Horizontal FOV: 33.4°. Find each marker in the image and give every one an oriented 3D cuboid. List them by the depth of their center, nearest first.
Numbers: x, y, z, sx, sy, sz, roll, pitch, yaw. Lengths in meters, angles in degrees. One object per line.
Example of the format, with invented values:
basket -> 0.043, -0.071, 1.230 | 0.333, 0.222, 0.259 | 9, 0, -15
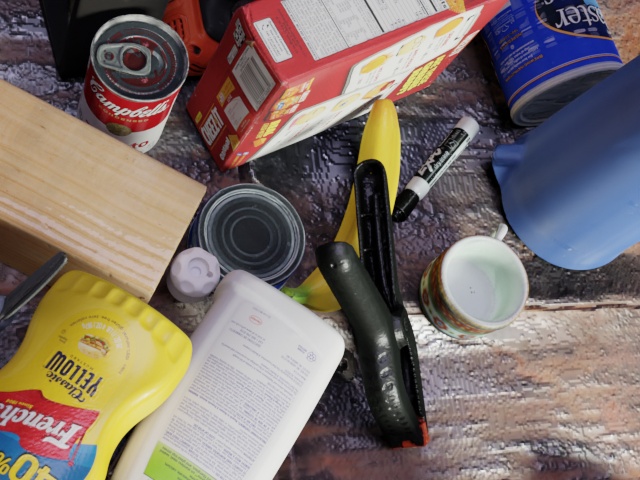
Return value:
marker -> 0.093, -0.058, 0.884 | 0.020, 0.020, 0.121 | 41, 63, -1

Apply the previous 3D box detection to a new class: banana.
banana -> 0.029, -0.017, 0.824 | 0.037, 0.069, 0.197 | 10, 59, 25

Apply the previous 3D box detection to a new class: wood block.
wood block -> -0.196, -0.033, 0.736 | 0.206, 0.091, 0.090 | 28, 64, -8

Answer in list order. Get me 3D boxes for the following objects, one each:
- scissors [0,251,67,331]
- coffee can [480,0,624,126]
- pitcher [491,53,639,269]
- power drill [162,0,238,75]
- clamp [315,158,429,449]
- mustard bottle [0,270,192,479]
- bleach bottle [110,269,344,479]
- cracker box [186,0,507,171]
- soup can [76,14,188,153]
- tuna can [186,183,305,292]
scissors -> -0.199, 0.034, 0.665 | 0.016, 0.202, 0.096 | 26, 39, -27
coffee can -> 0.190, -0.183, 0.918 | 0.102, 0.103, 0.140 | -12, 74, -23
pitcher -> 0.259, -0.070, 0.820 | 0.149, 0.243, 0.145 | -23, 81, -24
power drill -> -0.060, -0.239, 0.815 | 0.057, 0.188, 0.184 | 8, 66, -51
clamp -> 0.040, 0.061, 0.750 | 0.036, 0.164, 0.210 | -8, 105, 17
mustard bottle -> -0.163, 0.112, 0.617 | 0.096, 0.058, 0.191 | 31, 60, 5
bleach bottle -> -0.085, 0.140, 0.669 | 0.102, 0.068, 0.250 | 32, 57, 5
cracker box -> 0.019, -0.145, 0.811 | 0.213, 0.164, 0.072 | -26, 83, -25
soup can -> -0.139, -0.109, 0.777 | 0.068, 0.102, 0.068 | 7, 68, -17
tuna can -> -0.055, 0.001, 0.803 | 0.086, 0.034, 0.086 | 6, 68, -17
